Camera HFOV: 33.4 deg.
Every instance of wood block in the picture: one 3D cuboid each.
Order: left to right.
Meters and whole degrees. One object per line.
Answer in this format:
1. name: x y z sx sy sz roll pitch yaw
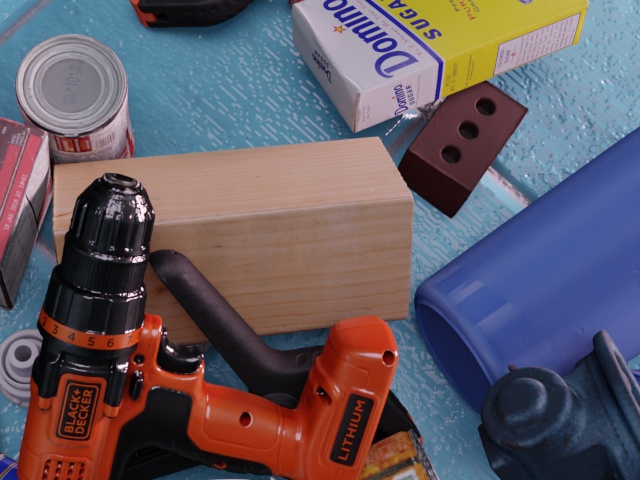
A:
1. wood block: -0.054 0.001 0.658 0.206 0.090 0.091 -6 31 -9

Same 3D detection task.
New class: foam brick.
1. foam brick: 0.096 -0.066 0.734 0.053 0.051 0.078 35 72 4

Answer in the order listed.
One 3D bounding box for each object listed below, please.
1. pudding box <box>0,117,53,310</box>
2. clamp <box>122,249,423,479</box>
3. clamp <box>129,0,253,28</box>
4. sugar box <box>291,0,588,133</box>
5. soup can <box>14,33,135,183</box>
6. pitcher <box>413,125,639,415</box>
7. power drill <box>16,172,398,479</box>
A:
1. pudding box: -0.194 -0.013 0.648 0.039 0.114 0.090 17 72 -6
2. clamp: -0.032 0.090 0.639 0.209 0.036 0.165 8 115 -18
3. clamp: -0.048 -0.193 0.745 0.171 0.039 0.120 -37 53 -6
4. sugar box: 0.079 -0.146 0.716 0.176 0.048 0.093 -23 59 -16
5. soup can: -0.154 -0.078 0.679 0.068 0.102 0.068 2 73 -7
6. pitcher: 0.190 0.023 0.688 0.242 0.145 0.149 -32 62 -12
7. power drill: -0.058 0.065 0.571 0.187 0.057 0.184 11 110 -15
